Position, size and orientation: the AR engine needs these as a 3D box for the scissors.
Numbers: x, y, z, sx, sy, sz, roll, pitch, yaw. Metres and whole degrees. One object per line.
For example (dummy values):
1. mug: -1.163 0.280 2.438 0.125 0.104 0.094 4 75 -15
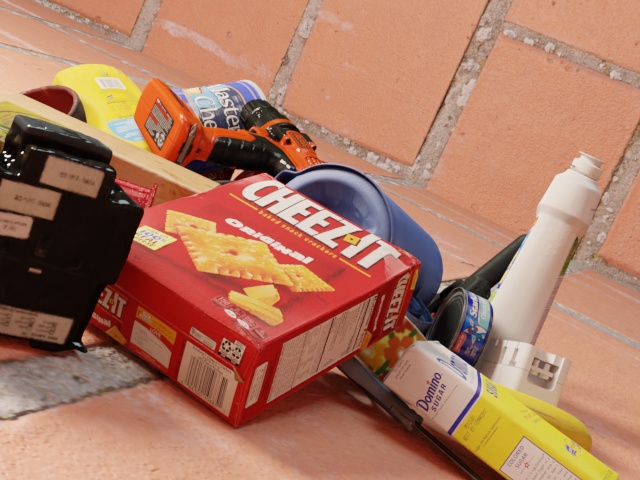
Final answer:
1. scissors: 0.053 0.122 0.807 0.096 0.016 0.202 46 -7 -40

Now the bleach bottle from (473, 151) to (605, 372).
1. bleach bottle: 0.223 0.029 1.094 0.068 0.251 0.102 26 10 12

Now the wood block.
1. wood block: -0.205 -0.049 0.956 0.206 0.091 0.090 24 9 0

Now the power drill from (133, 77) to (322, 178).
1. power drill: -0.093 -0.111 1.101 0.187 0.057 0.185 11 26 -35

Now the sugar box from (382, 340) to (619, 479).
1. sugar box: 0.137 0.142 0.802 0.176 0.048 0.093 39 8 17

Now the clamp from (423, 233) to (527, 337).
1. clamp: 0.162 0.058 1.179 0.036 0.165 0.209 53 20 0

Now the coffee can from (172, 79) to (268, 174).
1. coffee can: -0.140 -0.127 1.235 0.140 0.103 0.103 -13 30 -33

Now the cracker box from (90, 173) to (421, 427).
1. cracker box: -0.050 0.029 0.778 0.164 0.072 0.213 31 30 24

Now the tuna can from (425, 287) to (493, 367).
1. tuna can: 0.133 0.091 1.039 0.033 0.086 0.086 24 9 -10

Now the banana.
1. banana: 0.168 0.155 0.939 0.197 0.037 0.070 25 -21 -16

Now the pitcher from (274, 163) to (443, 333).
1. pitcher: 0.048 0.022 1.057 0.145 0.149 0.242 0 -10 22

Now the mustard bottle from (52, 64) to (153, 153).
1. mustard bottle: -0.198 -0.107 1.114 0.096 0.058 0.192 -6 45 -48
